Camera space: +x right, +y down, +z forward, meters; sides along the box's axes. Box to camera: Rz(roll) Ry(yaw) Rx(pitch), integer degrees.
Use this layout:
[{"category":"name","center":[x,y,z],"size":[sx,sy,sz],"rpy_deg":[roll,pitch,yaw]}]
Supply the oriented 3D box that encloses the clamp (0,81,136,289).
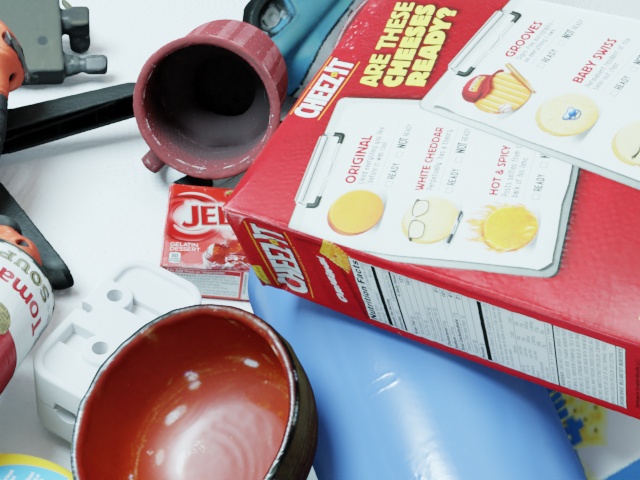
[{"category":"clamp","center":[-0.219,-0.064,0.692],"size":[0.210,0.036,0.164],"rpy_deg":[18,55,10]}]

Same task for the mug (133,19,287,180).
[{"category":"mug","center":[-0.074,-0.089,0.699],"size":[0.093,0.117,0.081],"rpy_deg":[41,22,-10]}]

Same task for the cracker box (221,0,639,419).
[{"category":"cracker box","center":[0.092,-0.026,0.474],"size":[0.214,0.072,0.164],"rpy_deg":[18,59,28]}]

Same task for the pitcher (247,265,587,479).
[{"category":"pitcher","center":[0.043,0.097,0.519],"size":[0.144,0.149,0.243],"rpy_deg":[3,40,-22]}]

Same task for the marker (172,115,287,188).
[{"category":"marker","center":[-0.055,-0.056,0.732],"size":[0.020,0.020,0.120],"rpy_deg":[37,51,24]}]

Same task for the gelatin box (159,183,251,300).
[{"category":"gelatin box","center":[-0.055,0.001,0.670],"size":[0.089,0.030,0.073],"rpy_deg":[5,45,-6]}]

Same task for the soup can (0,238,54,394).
[{"category":"soup can","center":[-0.179,0.051,0.517],"size":[0.068,0.068,0.102],"rpy_deg":[14,32,3]}]
